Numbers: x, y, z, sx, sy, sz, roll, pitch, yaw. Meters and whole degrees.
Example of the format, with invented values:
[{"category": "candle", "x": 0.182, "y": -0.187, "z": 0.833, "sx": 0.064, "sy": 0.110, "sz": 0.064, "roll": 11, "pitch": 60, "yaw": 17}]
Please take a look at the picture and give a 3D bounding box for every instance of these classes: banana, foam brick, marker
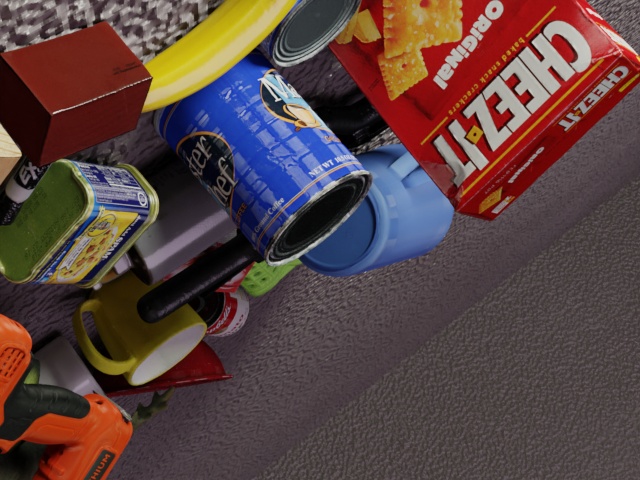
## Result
[{"category": "banana", "x": -0.062, "y": -0.152, "z": 0.723, "sx": 0.198, "sy": 0.037, "sz": 0.069, "roll": -46, "pitch": 147, "yaw": 14}, {"category": "foam brick", "x": -0.150, "y": -0.089, "z": 0.645, "sx": 0.078, "sy": 0.053, "sz": 0.051, "roll": -28, "pitch": 161, "yaw": -39}, {"category": "marker", "x": -0.190, "y": -0.053, "z": 0.716, "sx": 0.121, "sy": 0.020, "sz": 0.020, "roll": -48, "pitch": 164, "yaw": 27}]

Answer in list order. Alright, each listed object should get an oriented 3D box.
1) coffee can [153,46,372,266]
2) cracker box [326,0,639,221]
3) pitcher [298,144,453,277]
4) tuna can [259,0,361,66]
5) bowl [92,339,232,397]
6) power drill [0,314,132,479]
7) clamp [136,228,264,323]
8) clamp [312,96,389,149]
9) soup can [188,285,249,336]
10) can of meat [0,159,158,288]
[{"category": "coffee can", "x": -0.044, "y": -0.066, "z": 0.805, "sx": 0.102, "sy": 0.140, "sz": 0.103, "roll": -37, "pitch": 165, "yaw": -12}, {"category": "cracker box", "x": 0.110, "y": -0.148, "z": 0.801, "sx": 0.164, "sy": 0.214, "sz": 0.072, "roll": -46, "pitch": 153, "yaw": 23}, {"category": "pitcher", "x": 0.057, "y": -0.038, "z": 1.109, "sx": 0.242, "sy": 0.145, "sz": 0.149, "roll": -19, "pitch": 111, "yaw": -70}, {"category": "tuna can", "x": -0.012, "y": -0.171, "z": 0.789, "sx": 0.086, "sy": 0.034, "sz": 0.086, "roll": -37, "pitch": 165, "yaw": -12}, {"category": "bowl", "x": -0.178, "y": 0.133, "z": 1.149, "sx": 0.162, "sy": 0.055, "sz": 0.162, "roll": -9, "pitch": 172, "yaw": -1}, {"category": "power drill", "x": -0.239, "y": 0.160, "z": 0.802, "sx": 0.184, "sy": 0.057, "sz": 0.187, "roll": -57, "pitch": 147, "yaw": -6}, {"category": "clamp", "x": -0.056, "y": 0.001, "z": 0.940, "sx": 0.210, "sy": 0.036, "sz": 0.164, "roll": -34, "pitch": 180, "yaw": 5}, {"category": "clamp", "x": 0.028, "y": -0.114, "z": 1.042, "sx": 0.171, "sy": 0.039, "sz": 0.120, "roll": -32, "pitch": 176, "yaw": -30}, {"category": "soup can", "x": -0.121, "y": 0.069, "z": 1.153, "sx": 0.068, "sy": 0.068, "sz": 0.102, "roll": -41, "pitch": 166, "yaw": 3}, {"category": "can of meat", "x": -0.183, "y": -0.012, "z": 0.785, "sx": 0.102, "sy": 0.057, "sz": 0.083, "roll": -46, "pitch": 162, "yaw": 16}]
